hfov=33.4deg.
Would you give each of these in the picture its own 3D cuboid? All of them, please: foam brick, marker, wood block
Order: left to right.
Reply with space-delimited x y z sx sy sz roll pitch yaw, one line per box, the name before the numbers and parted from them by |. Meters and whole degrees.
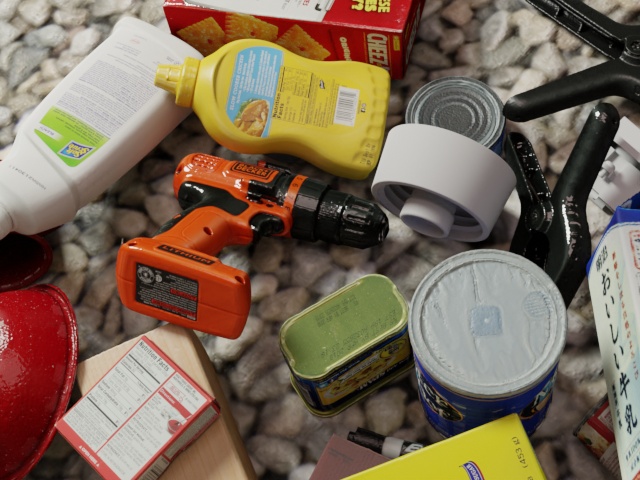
wood block | -0.094 0.174 0.767 0.091 0.090 0.206 -24 64 -4
foam brick | 0.033 0.182 0.765 0.078 0.051 0.053 23 69 18
marker | 0.078 0.160 0.787 0.121 0.020 0.020 12 67 14

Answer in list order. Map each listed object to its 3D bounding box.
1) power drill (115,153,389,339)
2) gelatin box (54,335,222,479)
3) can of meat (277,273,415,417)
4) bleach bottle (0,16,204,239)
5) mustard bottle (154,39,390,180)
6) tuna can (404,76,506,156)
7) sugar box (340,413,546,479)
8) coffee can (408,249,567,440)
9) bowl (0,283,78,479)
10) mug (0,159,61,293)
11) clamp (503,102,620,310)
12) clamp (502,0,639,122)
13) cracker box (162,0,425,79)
power drill | -0.055 0.001 0.819 0.184 0.057 0.187 14 30 15
gelatin box | -0.124 0.121 0.729 0.073 0.030 0.089 38 76 24
can of meat | 0.022 0.078 0.799 0.102 0.084 0.057 -31 64 -7
bleach bottle | -0.199 -0.086 0.874 0.103 0.068 0.250 28 50 14
mustard bottle | -0.042 -0.116 0.885 0.191 0.058 0.096 12 75 -8
tuna can | 0.113 -0.095 0.898 0.086 0.034 0.086 -3 64 7
sugar box | 0.064 0.187 0.694 0.176 0.048 0.093 -23 68 7
coffee can | 0.116 0.082 0.752 0.103 0.140 0.103 -3 64 6
bowl | -0.249 0.102 0.797 0.162 0.055 0.162 -23 55 38
mug | -0.263 -0.018 0.885 0.117 0.093 0.081 -22 58 6
clamp | 0.183 -0.022 0.815 0.039 0.120 0.171 9 71 -22
clamp | 0.258 -0.159 0.902 0.210 0.036 0.164 4 56 3
cracker box | -0.013 -0.235 0.959 0.214 0.072 0.164 9 60 12
